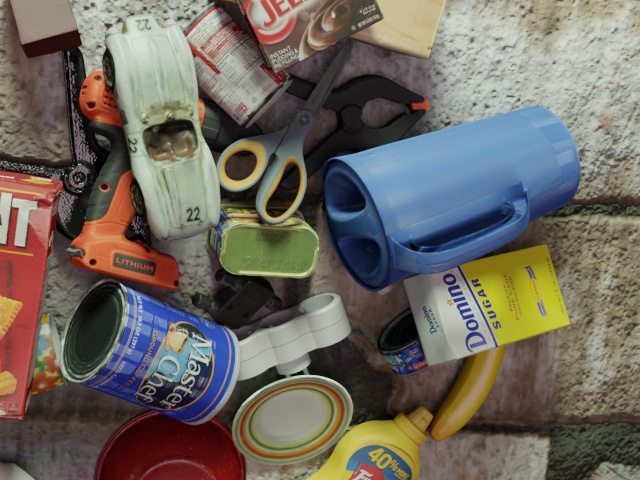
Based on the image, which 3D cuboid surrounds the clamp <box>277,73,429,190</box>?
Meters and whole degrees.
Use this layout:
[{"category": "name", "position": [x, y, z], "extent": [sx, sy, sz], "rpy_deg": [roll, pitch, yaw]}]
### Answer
[{"category": "clamp", "position": [0.020, -0.130, 1.065], "extent": [0.171, 0.039, 0.120], "rpy_deg": [-20, 108, -9]}]

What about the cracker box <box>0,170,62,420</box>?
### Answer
[{"category": "cracker box", "position": [-0.325, 0.042, 0.935], "extent": [0.164, 0.072, 0.214], "rpy_deg": [9, 99, -12]}]

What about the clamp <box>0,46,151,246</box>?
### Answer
[{"category": "clamp", "position": [-0.230, -0.072, 1.018], "extent": [0.210, 0.036, 0.164], "rpy_deg": [43, 84, -21]}]

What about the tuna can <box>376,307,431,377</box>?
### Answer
[{"category": "tuna can", "position": [0.102, 0.101, 1.112], "extent": [0.086, 0.086, 0.033], "rpy_deg": [-37, 107, -3]}]

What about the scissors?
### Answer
[{"category": "scissors", "position": [-0.037, -0.113, 1.021], "extent": [0.096, 0.016, 0.201], "rpy_deg": [16, 75, -7]}]

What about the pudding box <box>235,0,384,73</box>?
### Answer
[{"category": "pudding box", "position": [-0.014, -0.212, 0.940], "extent": [0.113, 0.039, 0.090], "rpy_deg": [-28, 108, -5]}]

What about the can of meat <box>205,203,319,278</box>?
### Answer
[{"category": "can of meat", "position": [-0.057, 0.001, 1.052], "extent": [0.102, 0.084, 0.057], "rpy_deg": [3, 102, -14]}]

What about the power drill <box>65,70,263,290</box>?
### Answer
[{"category": "power drill", "position": [-0.152, -0.051, 1.009], "extent": [0.184, 0.057, 0.187], "rpy_deg": [14, 84, -26]}]

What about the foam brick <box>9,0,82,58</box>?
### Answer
[{"category": "foam brick", "position": [-0.251, -0.211, 0.961], "extent": [0.053, 0.051, 0.078], "rpy_deg": [-16, 86, -10]}]

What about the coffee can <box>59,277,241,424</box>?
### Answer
[{"category": "coffee can", "position": [-0.161, 0.108, 1.020], "extent": [0.140, 0.103, 0.103], "rpy_deg": [29, 95, -38]}]

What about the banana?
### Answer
[{"category": "banana", "position": [0.166, 0.125, 1.157], "extent": [0.069, 0.037, 0.198], "rpy_deg": [8, 98, -11]}]

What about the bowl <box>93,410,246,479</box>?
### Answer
[{"category": "bowl", "position": [-0.152, 0.257, 1.104], "extent": [0.162, 0.055, 0.162], "rpy_deg": [-3, 104, -12]}]

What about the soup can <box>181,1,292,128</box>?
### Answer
[{"category": "soup can", "position": [-0.084, -0.164, 1.002], "extent": [0.102, 0.068, 0.068], "rpy_deg": [45, 90, -3]}]

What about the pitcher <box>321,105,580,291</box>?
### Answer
[{"category": "pitcher", "position": [0.135, -0.045, 1.041], "extent": [0.242, 0.145, 0.149], "rpy_deg": [-20, 77, -20]}]

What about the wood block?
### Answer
[{"category": "wood block", "position": [0.007, -0.243, 1.007], "extent": [0.205, 0.091, 0.090], "rpy_deg": [14, 100, -16]}]

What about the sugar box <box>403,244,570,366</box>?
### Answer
[{"category": "sugar box", "position": [0.173, 0.064, 1.089], "extent": [0.175, 0.048, 0.093], "rpy_deg": [-11, 82, -39]}]

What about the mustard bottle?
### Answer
[{"category": "mustard bottle", "position": [0.050, 0.253, 1.149], "extent": [0.096, 0.058, 0.191], "rpy_deg": [43, 90, -20]}]
